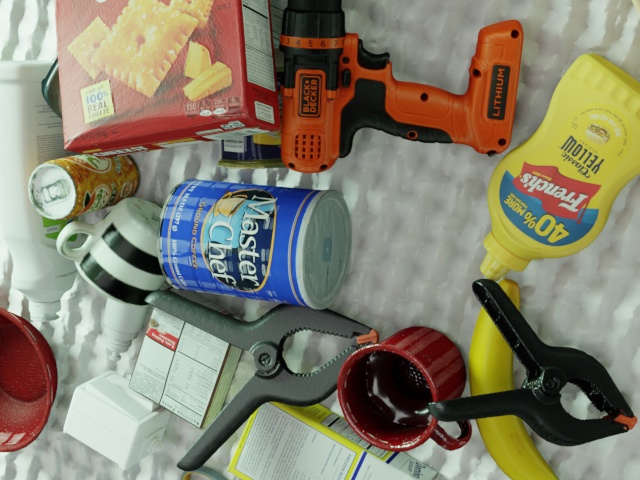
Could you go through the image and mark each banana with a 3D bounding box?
[{"bbox_3d":[0.161,0.132,0.901,0.070,0.037,0.198,-18,94,8],"label":"banana"}]

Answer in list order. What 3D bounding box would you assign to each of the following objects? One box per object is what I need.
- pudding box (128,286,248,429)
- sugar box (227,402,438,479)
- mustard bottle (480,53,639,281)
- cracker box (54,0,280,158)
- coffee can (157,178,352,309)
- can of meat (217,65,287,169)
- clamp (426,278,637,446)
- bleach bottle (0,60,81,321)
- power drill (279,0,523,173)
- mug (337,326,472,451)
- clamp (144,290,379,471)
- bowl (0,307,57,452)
[{"bbox_3d":[-0.127,0.111,1.025,0.090,0.039,0.114,26,112,16],"label":"pudding box"},{"bbox_3d":[0.010,0.212,0.979,0.176,0.048,0.093,28,109,14],"label":"sugar box"},{"bbox_3d":[0.187,-0.044,0.837,0.096,0.058,0.192,38,114,8],"label":"mustard bottle"},{"bbox_3d":[-0.126,-0.183,0.844,0.164,0.072,0.214,-6,86,20],"label":"cracker box"},{"bbox_3d":[-0.056,0.001,0.933,0.140,0.102,0.103,6,103,24],"label":"coffee can"},{"bbox_3d":[-0.037,-0.105,0.904,0.058,0.101,0.084,11,104,52],"label":"can of meat"},{"bbox_3d":[0.168,0.122,0.853,0.171,0.039,0.120,33,79,-3],"label":"clamp"},{"bbox_3d":[-0.274,-0.045,1.023,0.068,0.102,0.251,8,103,29],"label":"bleach bottle"},{"bbox_3d":[0.061,-0.140,0.839,0.187,0.057,0.184,4,109,3],"label":"power drill"},{"bbox_3d":[0.082,0.129,0.904,0.117,0.081,0.093,42,118,15],"label":"mug"},{"bbox_3d":[-0.054,0.098,0.957,0.210,0.036,0.164,-20,84,6],"label":"clamp"},{"bbox_3d":[-0.330,0.136,1.113,0.162,0.055,0.162,5,103,24],"label":"bowl"}]
